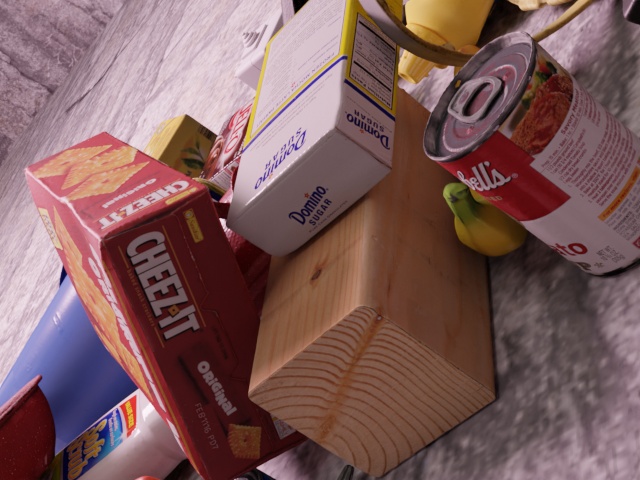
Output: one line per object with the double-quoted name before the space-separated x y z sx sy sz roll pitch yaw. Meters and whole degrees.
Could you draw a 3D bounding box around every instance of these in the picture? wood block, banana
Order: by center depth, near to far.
"banana" 0.091 -0.044 0.584 0.037 0.069 0.197 -8 28 12
"wood block" 0.031 0.011 0.595 0.091 0.090 0.206 -41 25 32

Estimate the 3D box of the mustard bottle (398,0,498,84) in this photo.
"mustard bottle" 0.112 -0.196 0.764 0.191 0.058 0.096 -57 9 -3

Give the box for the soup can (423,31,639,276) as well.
"soup can" 0.106 -0.037 0.482 0.069 0.102 0.068 -45 23 25

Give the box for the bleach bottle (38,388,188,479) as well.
"bleach bottle" -0.147 0.160 0.806 0.251 0.068 0.102 -43 19 23

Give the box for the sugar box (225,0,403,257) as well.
"sugar box" 0.001 -0.079 0.605 0.093 0.048 0.176 -39 30 35

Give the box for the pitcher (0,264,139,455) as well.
"pitcher" -0.174 0.064 0.908 0.243 0.145 0.149 -52 8 18

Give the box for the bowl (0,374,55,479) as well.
"bowl" -0.251 0.176 0.799 0.162 0.055 0.162 -43 7 6

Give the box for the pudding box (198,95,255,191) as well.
"pudding box" -0.074 -0.092 1.048 0.090 0.039 0.113 -34 30 44

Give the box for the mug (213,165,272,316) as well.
"mug" -0.055 0.001 0.773 0.082 0.117 0.093 -49 50 32

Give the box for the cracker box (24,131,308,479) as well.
"cracker box" -0.103 0.032 0.656 0.072 0.164 0.214 -28 23 -16
